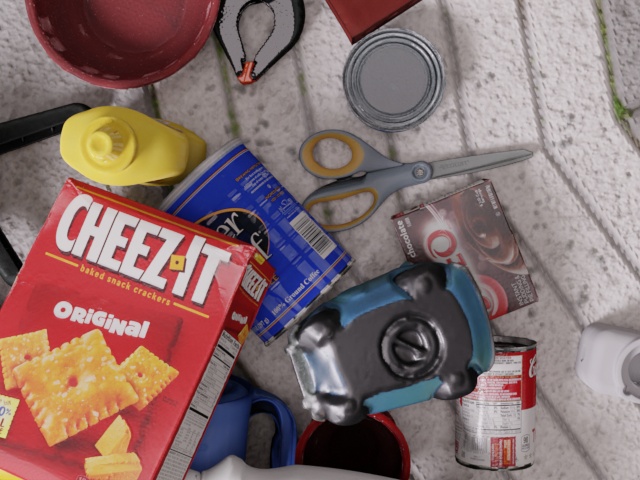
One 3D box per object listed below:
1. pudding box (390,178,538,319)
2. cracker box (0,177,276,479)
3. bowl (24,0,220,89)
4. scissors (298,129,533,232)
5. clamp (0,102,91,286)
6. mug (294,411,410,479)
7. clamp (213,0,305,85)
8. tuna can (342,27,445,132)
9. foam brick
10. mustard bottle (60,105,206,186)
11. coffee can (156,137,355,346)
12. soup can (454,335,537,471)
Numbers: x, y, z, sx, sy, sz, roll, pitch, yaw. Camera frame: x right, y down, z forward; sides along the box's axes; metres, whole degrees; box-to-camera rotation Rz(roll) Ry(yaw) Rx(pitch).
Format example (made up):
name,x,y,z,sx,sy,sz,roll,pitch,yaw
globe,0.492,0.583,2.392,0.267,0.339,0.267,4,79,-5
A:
name,x,y,z,sx,sy,sz,roll,pitch,yaw
pudding box,0.120,0.015,0.897,0.090,0.039,0.113,-22,91,4
cracker box,-0.152,0.080,0.776,0.164,0.072,0.213,20,77,16
bowl,-0.160,-0.205,0.889,0.162,0.055,0.162,0,93,2
scissors,0.070,-0.073,0.907,0.202,0.016,0.096,-25,92,3
clamp,-0.307,-0.054,0.902,0.210,0.036,0.164,11,80,6
mug,0.032,0.186,0.888,0.093,0.081,0.117,-27,91,3
clamp,-0.038,-0.216,0.894,0.120,0.039,0.171,2,96,7
tuna can,0.061,-0.133,0.895,0.086,0.034,0.086,0,93,2
foam brick,0.045,-0.206,0.883,0.078,0.053,0.051,-32,91,4
mustard bottle,-0.148,-0.072,0.827,0.096,0.191,0.058,10,93,1
coffee can,-0.056,0.001,0.871,0.103,0.103,0.140,-44,91,3
soup can,0.145,0.134,0.888,0.068,0.068,0.102,0,93,2
